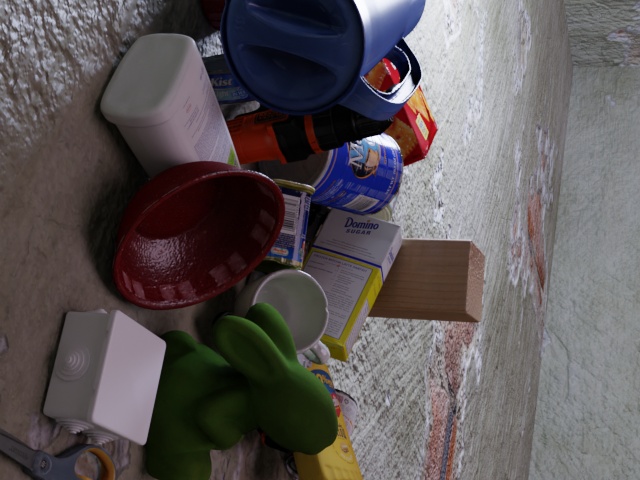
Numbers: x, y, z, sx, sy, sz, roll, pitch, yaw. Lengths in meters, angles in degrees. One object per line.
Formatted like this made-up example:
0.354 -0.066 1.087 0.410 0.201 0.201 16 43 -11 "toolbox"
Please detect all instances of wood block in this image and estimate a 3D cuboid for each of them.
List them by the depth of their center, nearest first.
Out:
0.094 0.049 1.337 0.090 0.206 0.090 33 61 -66 "wood block"

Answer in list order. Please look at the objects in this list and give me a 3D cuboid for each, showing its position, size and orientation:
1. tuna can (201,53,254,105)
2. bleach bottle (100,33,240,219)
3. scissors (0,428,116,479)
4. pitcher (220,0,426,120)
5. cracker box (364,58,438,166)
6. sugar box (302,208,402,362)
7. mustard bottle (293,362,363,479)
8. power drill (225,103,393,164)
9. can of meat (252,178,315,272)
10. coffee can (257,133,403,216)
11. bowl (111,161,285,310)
-0.086 -0.154 1.010 0.086 0.086 0.034 -47 136 -61 "tuna can"
-0.115 -0.065 0.975 0.251 0.068 0.102 70 32 -50 "bleach bottle"
-0.210 0.187 0.795 0.201 0.016 0.096 36 57 -66 "scissors"
0.024 -0.204 0.993 0.242 0.145 0.149 -45 131 -58 "pitcher"
0.078 -0.209 1.364 0.213 0.072 0.164 67 18 -12 "cracker box"
0.022 0.048 1.256 0.176 0.093 0.048 -61 158 -30 "sugar box"
-0.009 0.197 1.225 0.096 0.058 0.192 26 41 -55 "mustard bottle"
-0.010 -0.156 1.105 0.187 0.185 0.057 -79 156 -49 "power drill"
-0.051 -0.012 1.105 0.102 0.057 0.084 165 -66 -66 "can of meat"
0.013 -0.089 1.204 0.140 0.103 0.103 13 79 -50 "coffee can"
-0.113 -0.015 0.916 0.055 0.162 0.162 54 -1 32 "bowl"
